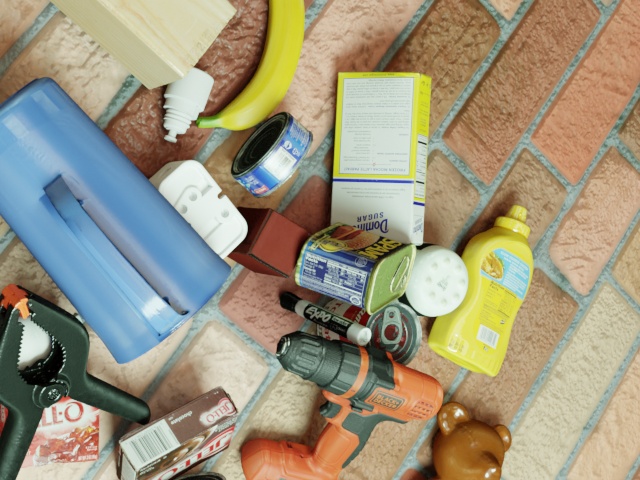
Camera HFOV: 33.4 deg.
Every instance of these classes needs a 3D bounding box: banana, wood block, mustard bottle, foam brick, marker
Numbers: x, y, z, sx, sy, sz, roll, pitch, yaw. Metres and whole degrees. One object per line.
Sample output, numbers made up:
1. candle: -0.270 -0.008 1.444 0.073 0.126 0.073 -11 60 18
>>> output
1. banana: -0.053 -0.187 1.072 0.069 0.037 0.197 30 78 -28
2. wood block: -0.190 -0.242 0.964 0.206 0.091 0.090 42 71 -23
3. mustard bottle: 0.192 0.049 1.201 0.096 0.058 0.191 30 78 -33
4. foam brick: -0.057 0.001 1.053 0.051 0.078 0.053 31 79 -26
5. marker: 0.001 0.076 1.065 0.020 0.121 0.020 -19 119 -39

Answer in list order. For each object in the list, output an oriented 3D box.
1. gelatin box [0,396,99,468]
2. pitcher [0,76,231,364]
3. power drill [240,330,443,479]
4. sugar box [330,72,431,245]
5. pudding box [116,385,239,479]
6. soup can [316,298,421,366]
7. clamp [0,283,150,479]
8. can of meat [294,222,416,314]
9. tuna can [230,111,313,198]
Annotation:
1. gelatin box: -0.249 0.168 0.979 0.089 0.030 0.073 0 91 -29
2. pitcher: -0.199 -0.019 0.928 0.242 0.149 0.144 51 44 -13
3. power drill: 0.001 0.174 1.041 0.184 0.057 0.188 24 123 -26
4. sugar box: 0.062 -0.085 1.107 0.048 0.093 0.176 -3 96 -64
5. pudding box: -0.135 0.192 1.008 0.113 0.090 0.039 -24 65 -24
6. soup can: 0.048 0.093 1.099 0.068 0.102 0.068 -1 92 -29
7. clamp: -0.240 0.130 0.903 0.164 0.036 0.210 -35 135 -22
8. can of meat: 0.035 0.024 1.044 0.101 0.084 0.057 -25 130 -60
9. tuna can: -0.049 -0.085 1.050 0.033 0.086 0.086 41 73 -23
